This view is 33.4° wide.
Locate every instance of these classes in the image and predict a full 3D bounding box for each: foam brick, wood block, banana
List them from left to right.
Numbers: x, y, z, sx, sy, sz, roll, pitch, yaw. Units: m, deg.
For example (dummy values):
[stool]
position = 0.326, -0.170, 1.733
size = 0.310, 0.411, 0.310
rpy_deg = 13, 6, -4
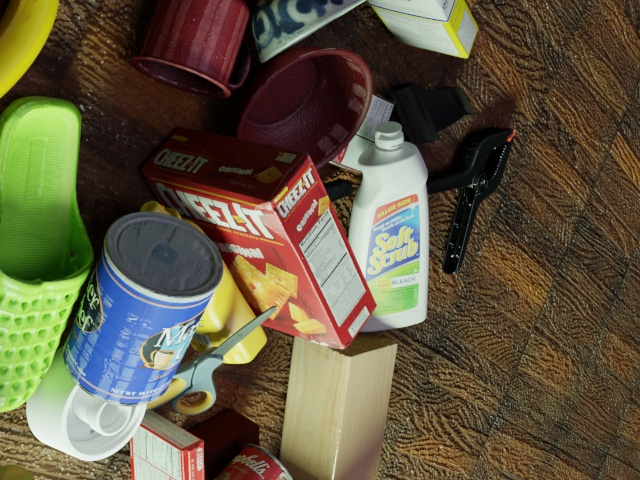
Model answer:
[banana]
position = -0.255, -0.155, 0.832
size = 0.069, 0.037, 0.197
rpy_deg = 34, 77, -33
[foam brick]
position = -0.109, 0.225, 1.148
size = 0.078, 0.051, 0.053
rpy_deg = -23, 122, -44
[wood block]
position = 0.017, 0.210, 1.262
size = 0.090, 0.090, 0.206
rpy_deg = -11, 113, -48

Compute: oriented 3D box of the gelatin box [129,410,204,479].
[gelatin box]
position = -0.152, 0.218, 1.062
size = 0.030, 0.089, 0.073
rpy_deg = -21, 120, -43

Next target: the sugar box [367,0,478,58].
[sugar box]
position = 0.105, -0.252, 1.137
size = 0.048, 0.093, 0.176
rpy_deg = -70, 160, -6

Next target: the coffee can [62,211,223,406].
[coffee can]
position = -0.155, 0.060, 0.925
size = 0.102, 0.103, 0.140
rpy_deg = -17, 145, -46

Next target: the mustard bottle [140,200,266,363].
[mustard bottle]
position = -0.124, 0.036, 1.016
size = 0.058, 0.096, 0.191
rpy_deg = -49, 137, -25

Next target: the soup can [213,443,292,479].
[soup can]
position = -0.085, 0.268, 1.094
size = 0.102, 0.069, 0.068
rpy_deg = -43, 134, -32

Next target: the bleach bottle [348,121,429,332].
[bleach bottle]
position = 0.072, -0.016, 1.209
size = 0.102, 0.068, 0.251
rpy_deg = -8, 124, -5

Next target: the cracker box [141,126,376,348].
[cracker box]
position = -0.057, 0.001, 1.026
size = 0.072, 0.164, 0.213
rpy_deg = -54, 139, -28

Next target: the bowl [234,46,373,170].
[bowl]
position = -0.028, -0.136, 1.066
size = 0.162, 0.055, 0.162
rpy_deg = -26, 144, -21

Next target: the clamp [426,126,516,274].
[clamp]
position = 0.191, -0.080, 1.392
size = 0.210, 0.036, 0.164
rpy_deg = -57, 140, -20

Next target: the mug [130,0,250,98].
[mug]
position = -0.104, -0.177, 0.956
size = 0.117, 0.093, 0.081
rpy_deg = 24, 81, -46

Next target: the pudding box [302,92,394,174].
[pudding box]
position = 0.027, -0.127, 1.176
size = 0.113, 0.039, 0.090
rpy_deg = 15, 94, -54

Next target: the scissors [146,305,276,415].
[scissors]
position = -0.098, 0.123, 1.035
size = 0.096, 0.202, 0.016
rpy_deg = 38, 32, -46
